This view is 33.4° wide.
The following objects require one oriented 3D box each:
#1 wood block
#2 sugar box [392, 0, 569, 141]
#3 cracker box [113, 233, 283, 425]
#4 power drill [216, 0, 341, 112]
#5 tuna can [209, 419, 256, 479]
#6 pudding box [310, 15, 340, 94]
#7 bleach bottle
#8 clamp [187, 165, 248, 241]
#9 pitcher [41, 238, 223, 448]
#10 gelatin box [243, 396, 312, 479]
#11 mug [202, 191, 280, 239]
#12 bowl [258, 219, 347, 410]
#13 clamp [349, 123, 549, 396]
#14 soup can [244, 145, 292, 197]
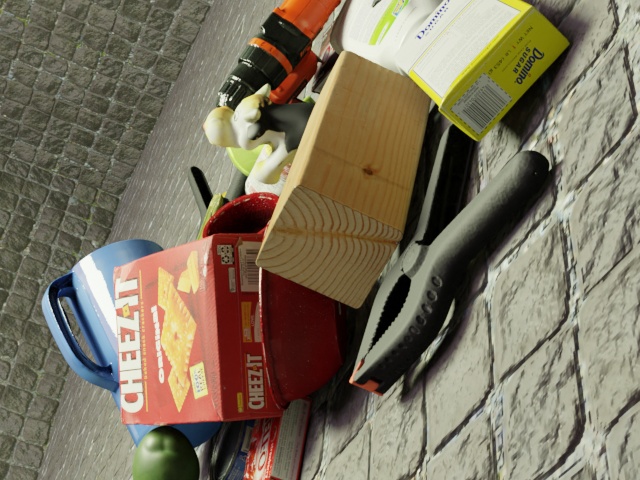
[{"bbox_3d":[0.025,-0.057,0.875,0.206,0.090,0.090,-72,9,-50],"label":"wood block"},{"bbox_3d":[0.114,-0.141,0.797,0.093,0.048,0.176,-47,17,11],"label":"sugar box"},{"bbox_3d":[-0.122,0.089,1.005,0.214,0.071,0.164,-15,76,54],"label":"cracker box"},{"bbox_3d":[-0.049,-0.184,1.153,0.184,0.057,0.188,-52,0,-11],"label":"power drill"},{"bbox_3d":[-0.079,0.207,1.057,0.086,0.033,0.086,-159,90,-75],"label":"tuna can"},{"bbox_3d":[0.033,-0.229,1.243,0.114,0.039,0.090,135,151,-57],"label":"pudding box"},{"bbox_3d":[0.074,-0.194,1.011,0.103,0.068,0.251,-64,18,14],"label":"bleach bottle"},{"bbox_3d":[-0.140,-0.027,1.416,0.120,0.039,0.171,8,88,49],"label":"clamp"},{"bbox_3d":[-0.213,0.129,1.252,0.243,0.149,0.145,61,178,29],"label":"pitcher"},{"bbox_3d":[-0.041,0.188,0.956,0.073,0.030,0.089,130,156,-50],"label":"gelatin box"},{"bbox_3d":[-0.057,0.001,1.141,0.117,0.081,0.093,-33,33,-10],"label":"mug"},{"bbox_3d":[-0.010,0.060,0.895,0.162,0.055,0.162,-3,-90,-83],"label":"bowl"},{"bbox_3d":[0.079,0.011,0.762,0.210,0.036,0.164,-61,15,13],"label":"clamp"},{"bbox_3d":[-0.040,-0.087,1.253,0.068,0.068,0.102,-86,22,-49],"label":"soup can"}]
